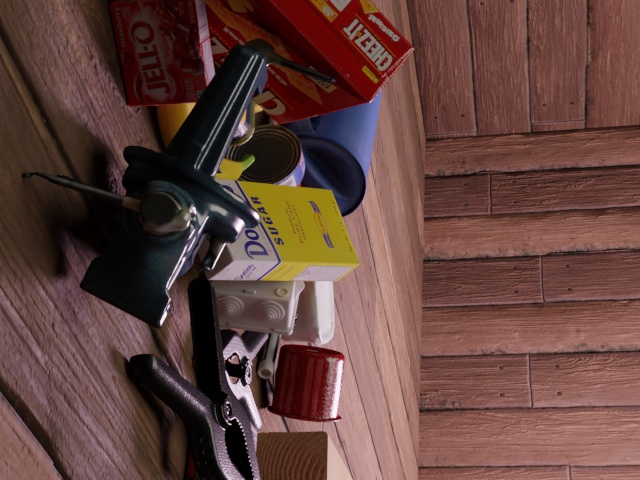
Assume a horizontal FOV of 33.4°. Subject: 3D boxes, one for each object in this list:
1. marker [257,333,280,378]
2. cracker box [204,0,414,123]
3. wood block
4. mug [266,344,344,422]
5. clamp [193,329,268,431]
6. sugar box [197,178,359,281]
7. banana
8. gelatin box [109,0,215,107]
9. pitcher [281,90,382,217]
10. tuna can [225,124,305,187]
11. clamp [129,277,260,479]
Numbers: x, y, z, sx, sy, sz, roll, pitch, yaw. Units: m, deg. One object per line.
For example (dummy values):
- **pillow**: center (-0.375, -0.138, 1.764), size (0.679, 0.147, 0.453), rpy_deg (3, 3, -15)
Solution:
- **marker**: center (-0.059, 0.123, 1.322), size (0.121, 0.020, 0.020), rpy_deg (-79, 162, -52)
- **cracker box**: center (-0.038, -0.184, 0.917), size (0.164, 0.072, 0.214), rpy_deg (44, -15, -17)
- **wood block**: center (-0.017, 0.309, 1.305), size (0.206, 0.091, 0.090), rpy_deg (68, 21, -59)
- **mug**: center (-0.021, 0.173, 1.321), size (0.117, 0.093, 0.081), rpy_deg (8, -89, 59)
- **clamp**: center (-0.088, 0.127, 1.112), size (0.171, 0.039, 0.120), rpy_deg (64, 24, -65)
- **sugar box**: center (-0.047, -0.009, 1.050), size (0.175, 0.048, 0.093), rpy_deg (4, 57, -48)
- **banana**: center (-0.117, -0.095, 1.000), size (0.197, 0.037, 0.069), rpy_deg (57, 48, -62)
- **gelatin box**: center (-0.128, -0.156, 0.879), size (0.030, 0.073, 0.089), rpy_deg (-68, 154, -64)
- **pitcher**: center (0.011, -0.155, 1.397), size (0.149, 0.145, 0.242), rpy_deg (-50, -164, 40)
- **tuna can**: center (-0.061, -0.086, 1.192), size (0.034, 0.086, 0.086), rpy_deg (74, 17, -56)
- **clamp**: center (-0.098, 0.145, 0.962), size (0.164, 0.036, 0.210), rpy_deg (-68, 141, -59)
